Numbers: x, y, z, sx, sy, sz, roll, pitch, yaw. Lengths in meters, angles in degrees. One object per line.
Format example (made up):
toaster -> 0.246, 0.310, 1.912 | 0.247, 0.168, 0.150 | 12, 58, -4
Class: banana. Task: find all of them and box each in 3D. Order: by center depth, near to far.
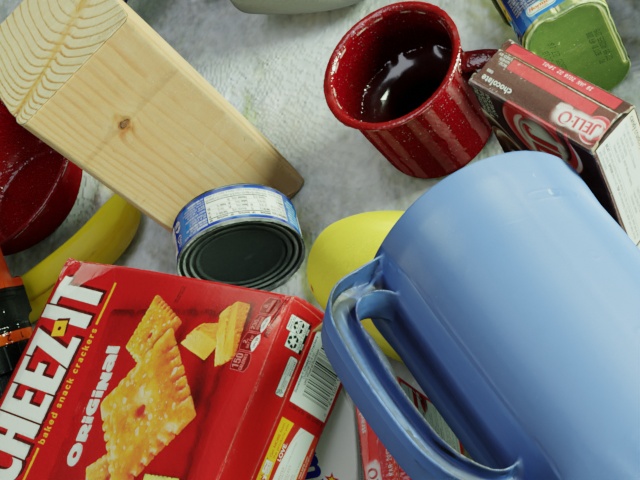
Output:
banana -> -0.205, 0.025, 0.821 | 0.198, 0.037, 0.070 | -37, 26, 7

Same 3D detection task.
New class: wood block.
wood block -> -0.112, -0.077, 0.704 | 0.091, 0.205, 0.090 | -45, 51, 3

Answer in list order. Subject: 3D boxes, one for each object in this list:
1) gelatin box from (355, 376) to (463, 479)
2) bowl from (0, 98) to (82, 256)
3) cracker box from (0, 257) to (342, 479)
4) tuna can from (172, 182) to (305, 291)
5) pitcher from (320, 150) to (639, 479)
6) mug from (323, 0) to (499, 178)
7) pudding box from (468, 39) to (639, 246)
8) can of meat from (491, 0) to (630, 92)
gelatin box -> 0.051, 0.122, 0.574 | 0.030, 0.089, 0.073 | -20, 57, 22
bowl -> -0.248, -0.047, 0.868 | 0.162, 0.055, 0.162 | -15, 58, 25
cracker box -> -0.101, 0.103, 0.622 | 0.214, 0.072, 0.164 | 7, 67, 43
tuna can -> -0.055, 0.001, 0.705 | 0.086, 0.086, 0.034 | -27, 52, 17
pitcher -> 0.118, 0.080, 0.481 | 0.149, 0.144, 0.243 | -39, 46, 8
mug -> 0.072, -0.094, 0.679 | 0.117, 0.081, 0.093 | -12, 60, 27
pudding box -> 0.140, -0.051, 0.594 | 0.039, 0.113, 0.090 | -47, 51, -3
can of meat -> 0.141, -0.139, 0.649 | 0.057, 0.102, 0.084 | -30, 56, 15
